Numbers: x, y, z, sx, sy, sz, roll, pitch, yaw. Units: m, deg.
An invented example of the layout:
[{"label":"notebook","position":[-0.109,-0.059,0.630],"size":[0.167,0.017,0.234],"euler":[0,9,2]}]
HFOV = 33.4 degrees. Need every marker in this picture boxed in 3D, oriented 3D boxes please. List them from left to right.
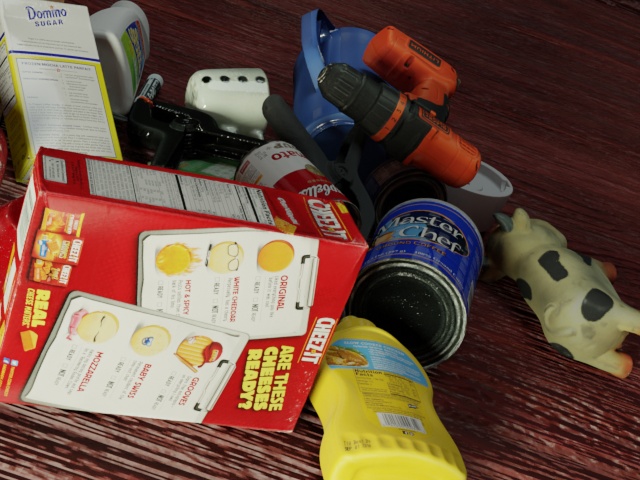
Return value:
[{"label":"marker","position":[-0.195,-0.159,1.190],"size":[0.020,0.020,0.121],"euler":[18,26,-6]}]

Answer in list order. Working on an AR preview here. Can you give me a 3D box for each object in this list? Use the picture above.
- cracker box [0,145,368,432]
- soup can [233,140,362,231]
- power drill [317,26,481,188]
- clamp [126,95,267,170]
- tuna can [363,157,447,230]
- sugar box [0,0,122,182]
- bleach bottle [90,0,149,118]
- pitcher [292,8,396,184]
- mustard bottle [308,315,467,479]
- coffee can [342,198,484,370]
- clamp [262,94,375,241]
[{"label":"cracker box","position":[-0.099,0.037,0.709],"size":[0.213,0.164,0.072],"euler":[9,30,-22]},{"label":"soup can","position":[-0.021,-0.031,0.888],"size":[0.068,0.069,0.102],"euler":[-1,34,-37]},{"label":"power drill","position":[0.079,-0.148,1.086],"size":[0.184,0.057,0.187],"euler":[34,31,-17]},{"label":"clamp","position":[-0.138,-0.098,1.049],"size":[0.164,0.036,0.210],"euler":[-13,30,-39]},{"label":"tuna can","position":[0.086,-0.042,1.089],"size":[0.086,0.086,0.034],"euler":[8,30,-25]},{"label":"sugar box","position":[-0.248,-0.139,0.988],"size":[0.093,0.048,0.176],"euler":[0,62,-38]},{"label":"bleach bottle","position":[-0.229,-0.219,1.187],"size":[0.068,0.102,0.251],"euler":[-6,27,2]},{"label":"pitcher","position":[0.024,-0.148,1.195],"size":[0.149,0.145,0.242],"euler":[20,28,-9]},{"label":"mustard bottle","position":[0.038,0.114,0.780],"size":[0.096,0.058,0.191],"euler":[11,27,-16]},{"label":"coffee can","position":[0.082,0.035,0.917],"size":[0.103,0.103,0.140],"euler":[23,26,5]},{"label":"clamp","position":[0.001,-0.062,0.981],"size":[0.120,0.039,0.171],"euler":[17,45,-27]}]
